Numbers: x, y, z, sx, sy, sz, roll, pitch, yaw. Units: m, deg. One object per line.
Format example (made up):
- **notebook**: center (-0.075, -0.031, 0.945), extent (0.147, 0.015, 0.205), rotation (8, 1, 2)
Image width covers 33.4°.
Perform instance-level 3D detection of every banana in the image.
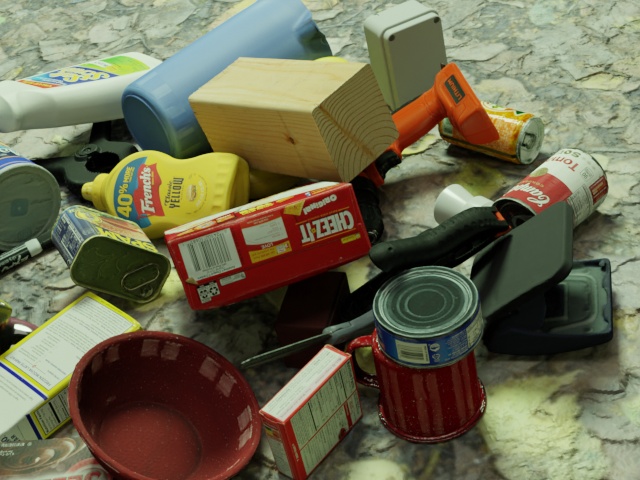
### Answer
- **banana**: center (-0.106, -0.065, 1.194), extent (0.198, 0.037, 0.069), rotation (-5, 16, 7)

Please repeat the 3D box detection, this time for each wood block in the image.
- **wood block**: center (-0.032, -0.129, 1.114), extent (0.206, 0.091, 0.090), rotation (14, 48, 47)

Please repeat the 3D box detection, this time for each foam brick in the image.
- **foam brick**: center (-0.004, 0.072, 0.973), extent (0.051, 0.053, 0.078), rotation (0, 38, 17)

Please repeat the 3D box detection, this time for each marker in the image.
- **marker**: center (-0.337, 0.019, 1.167), extent (0.121, 0.020, 0.020), rotation (-29, 40, -19)

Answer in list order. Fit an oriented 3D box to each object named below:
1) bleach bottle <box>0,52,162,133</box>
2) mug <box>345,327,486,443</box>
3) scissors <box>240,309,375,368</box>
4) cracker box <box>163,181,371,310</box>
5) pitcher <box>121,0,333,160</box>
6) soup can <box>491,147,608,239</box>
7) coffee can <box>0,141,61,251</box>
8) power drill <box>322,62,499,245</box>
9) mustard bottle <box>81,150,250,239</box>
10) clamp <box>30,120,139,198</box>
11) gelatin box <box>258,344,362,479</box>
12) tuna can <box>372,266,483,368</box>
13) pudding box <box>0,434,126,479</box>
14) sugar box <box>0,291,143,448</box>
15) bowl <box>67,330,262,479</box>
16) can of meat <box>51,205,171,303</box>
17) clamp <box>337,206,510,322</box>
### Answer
- **bleach bottle**: center (-0.304, -0.171, 1.288), extent (0.103, 0.068, 0.250), rotation (27, 34, 37)
- **mug**: center (0.076, 0.104, 0.884), extent (0.117, 0.081, 0.093), rotation (7, 42, 24)
- **scissors**: center (0.029, 0.069, 0.893), extent (0.201, 0.096, 0.016), rotation (-5, 60, -50)
- **cracker box**: center (-0.056, 0.001, 0.989), extent (0.164, 0.072, 0.214), rotation (-19, 5, -8)
- **pitcher**: center (-0.116, -0.185, 1.272), extent (0.242, 0.149, 0.145), rotation (-36, 55, -28)
- **soup can**: center (0.222, -0.037, 1.030), extent (0.102, 0.068, 0.069), rotation (-37, 43, -28)
- **coffee can**: center (-0.374, -0.061, 1.207), extent (0.102, 0.103, 0.140), rotation (-36, 45, -27)
- **power drill**: center (0.086, -0.092, 1.108), extent (0.188, 0.057, 0.184), rotation (-29, 42, 10)
- **mustard bottle**: center (-0.173, -0.048, 1.152), extent (0.192, 0.058, 0.096), rotation (4, 83, 23)
- **clamp**: center (-0.271, -0.100, 1.282), extent (0.210, 0.036, 0.164), rotation (18, 48, 39)
- **gelatin box**: center (-0.006, 0.140, 0.870), extent (0.030, 0.073, 0.089), rotation (20, 49, 35)
- **tuna can**: center (0.084, 0.059, 0.841), extent (0.086, 0.034, 0.086), rotation (-8, 38, 6)
- **pudding box**: center (-0.219, 0.208, 0.877), extent (0.113, 0.039, 0.090), rotation (-6, 38, 9)
- **sugar box**: center (-0.251, 0.126, 0.985), extent (0.093, 0.048, 0.176), rotation (24, 54, 41)
- **bowl**: center (-0.132, 0.151, 0.878), extent (0.162, 0.055, 0.162), rotation (15, 39, -13)
- **can of meat**: center (-0.213, 0.012, 1.078), extent (0.057, 0.101, 0.084), rotation (-61, 38, 11)
- **clamp**: center (0.094, 0.009, 0.918), extent (0.171, 0.120, 0.039), rotation (-30, 78, -18)
